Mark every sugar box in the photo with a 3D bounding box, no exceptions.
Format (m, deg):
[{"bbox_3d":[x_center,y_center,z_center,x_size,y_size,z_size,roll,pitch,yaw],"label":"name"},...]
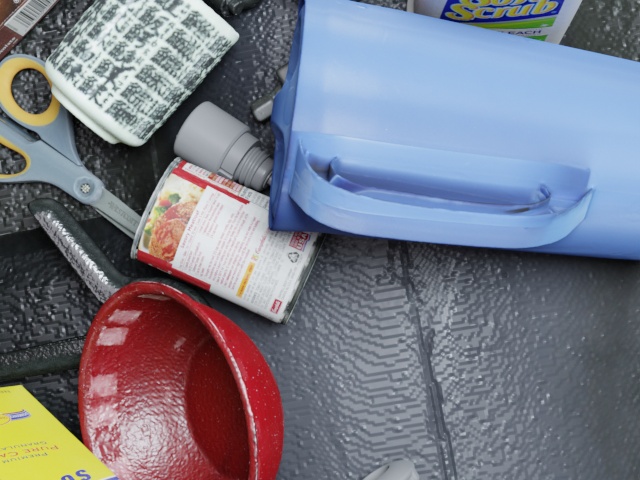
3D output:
[{"bbox_3d":[-0.168,0.144,0.601,0.176,0.093,0.048,27,109,39],"label":"sugar box"}]

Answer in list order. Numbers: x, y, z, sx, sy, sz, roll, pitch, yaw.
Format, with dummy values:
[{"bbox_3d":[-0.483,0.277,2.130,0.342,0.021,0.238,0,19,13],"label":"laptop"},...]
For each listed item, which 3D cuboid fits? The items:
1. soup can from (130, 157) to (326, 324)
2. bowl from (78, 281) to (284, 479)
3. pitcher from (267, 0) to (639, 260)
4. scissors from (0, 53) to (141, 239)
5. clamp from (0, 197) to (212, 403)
[{"bbox_3d":[-0.054,0.001,0.647,0.102,0.068,0.068,24,89,-1],"label":"soup can"},{"bbox_3d":[-0.071,0.100,0.605,0.162,0.055,0.162,7,100,45],"label":"bowl"},{"bbox_3d":[0.093,-0.050,0.589,0.242,0.145,0.149,8,75,-5],"label":"pitcher"},{"bbox_3d":[-0.150,-0.054,0.694,0.202,0.016,0.096,22,88,7],"label":"scissors"},{"bbox_3d":[-0.132,0.062,0.673,0.171,0.039,0.120,29,101,6],"label":"clamp"}]
